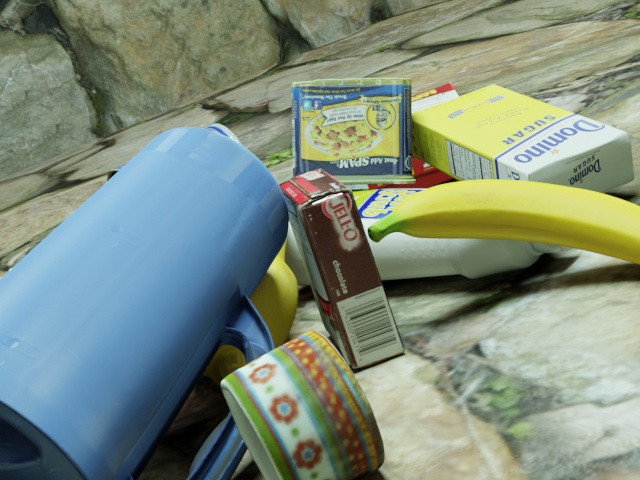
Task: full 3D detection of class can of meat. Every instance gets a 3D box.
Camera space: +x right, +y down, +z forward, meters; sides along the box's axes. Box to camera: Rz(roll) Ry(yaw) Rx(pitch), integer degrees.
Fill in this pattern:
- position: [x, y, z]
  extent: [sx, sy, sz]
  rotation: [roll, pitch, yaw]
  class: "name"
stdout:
- position: [0.026, -0.087, 0.863]
  extent: [0.102, 0.084, 0.057]
  rotation: [0, 5, 5]
  class: "can of meat"

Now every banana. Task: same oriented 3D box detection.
- position: [0.132, -0.009, 0.658]
  extent: [0.198, 0.037, 0.069]
  rotation: [3, 40, 12]
  class: "banana"

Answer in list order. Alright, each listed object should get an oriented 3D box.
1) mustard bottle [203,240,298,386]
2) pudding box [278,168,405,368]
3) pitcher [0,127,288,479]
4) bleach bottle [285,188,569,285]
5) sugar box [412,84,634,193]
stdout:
- position: [-0.062, 0.041, 0.743]
  extent: [0.096, 0.058, 0.191]
  rotation: [-33, 31, 12]
  class: "mustard bottle"
- position: [0.011, 0.015, 0.683]
  extent: [0.039, 0.113, 0.090]
  rotation: [-19, 14, -6]
  class: "pudding box"
- position: [-0.106, 0.047, 0.608]
  extent: [0.145, 0.149, 0.242]
  rotation: [-16, 29, 42]
  class: "pitcher"
- position: [0.075, -0.007, 0.787]
  extent: [0.251, 0.068, 0.102]
  rotation: [-2, 19, 44]
  class: "bleach bottle"
- position: [0.150, -0.074, 0.834]
  extent: [0.093, 0.048, 0.176]
  rotation: [-22, 25, -19]
  class: "sugar box"
